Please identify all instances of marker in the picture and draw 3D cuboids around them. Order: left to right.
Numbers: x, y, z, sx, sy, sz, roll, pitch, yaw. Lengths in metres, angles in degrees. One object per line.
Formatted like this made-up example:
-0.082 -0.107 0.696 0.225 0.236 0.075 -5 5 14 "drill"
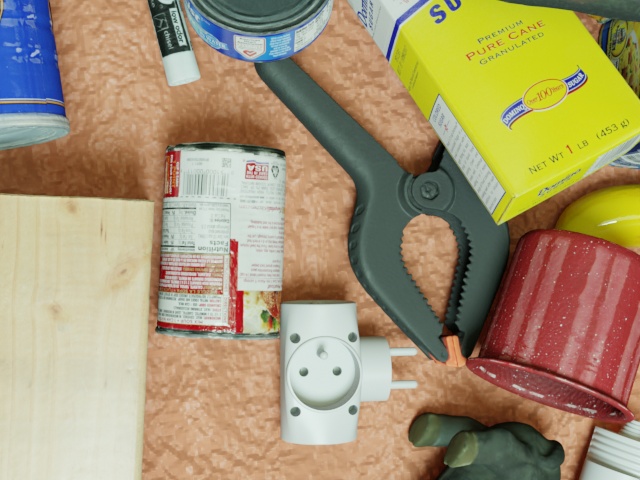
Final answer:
-0.092 -0.148 0.599 0.020 0.020 0.121 -15 93 -9 "marker"

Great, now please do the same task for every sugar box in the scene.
0.090 -0.106 0.579 0.093 0.048 0.176 -28 76 -15 "sugar box"

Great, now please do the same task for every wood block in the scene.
-0.137 0.081 0.556 0.090 0.091 0.206 2 90 -9 "wood block"

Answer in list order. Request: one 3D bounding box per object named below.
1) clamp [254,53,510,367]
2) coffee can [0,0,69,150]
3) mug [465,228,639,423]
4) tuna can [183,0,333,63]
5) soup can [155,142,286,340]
0.066 -0.034 0.616 0.164 0.036 0.210 -16 89 -8 "clamp"
-0.189 -0.118 0.541 0.102 0.103 0.140 -8 91 -9 "coffee can"
0.139 0.049 0.592 0.093 0.117 0.081 16 76 21 "mug"
-0.034 -0.142 0.587 0.086 0.034 0.086 1 69 -3 "tuna can"
-0.054 0.001 0.581 0.068 0.068 0.102 3 89 -9 "soup can"
